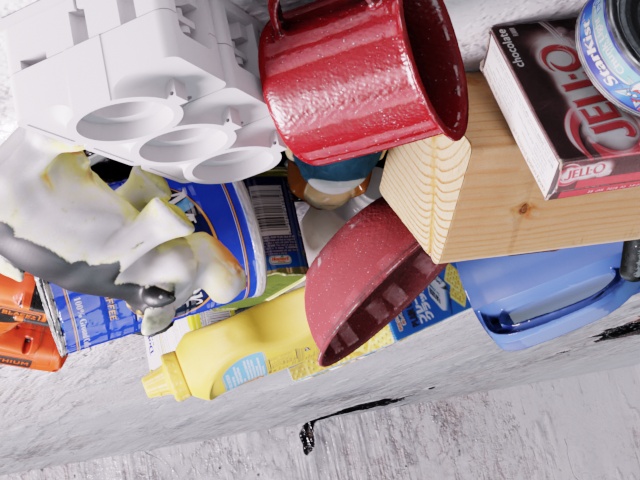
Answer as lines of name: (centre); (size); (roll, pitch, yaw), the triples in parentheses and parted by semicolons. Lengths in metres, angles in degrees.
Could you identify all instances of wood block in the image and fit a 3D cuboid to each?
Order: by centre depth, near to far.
wood block: (0.157, -0.055, 0.705); (0.205, 0.090, 0.091); (-6, 128, -23)

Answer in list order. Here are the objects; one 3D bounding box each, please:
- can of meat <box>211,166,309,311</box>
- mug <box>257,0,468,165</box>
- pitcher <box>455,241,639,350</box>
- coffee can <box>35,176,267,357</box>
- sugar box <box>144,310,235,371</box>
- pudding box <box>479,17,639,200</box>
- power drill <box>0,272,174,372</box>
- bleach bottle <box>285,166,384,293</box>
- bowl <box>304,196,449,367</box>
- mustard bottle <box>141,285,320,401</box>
can of meat: (-0.055, 0.001, 0.815); (0.057, 0.084, 0.102); (-3, 163, -34)
mug: (0.016, -0.092, 0.533); (0.082, 0.093, 0.117); (-14, 140, 24)
pitcher: (0.256, 0.009, 1.001); (0.243, 0.149, 0.144); (-23, 163, 25)
coffee can: (-0.119, 0.008, 0.712); (0.140, 0.103, 0.103); (-17, 168, -17)
sugar box: (-0.128, 0.070, 1.003); (0.048, 0.093, 0.176); (-7, 165, -21)
pudding box: (0.154, -0.080, 0.619); (0.090, 0.113, 0.039); (-9, 142, -14)
power drill: (-0.225, 0.059, 0.876); (0.184, 0.057, 0.188); (16, 155, -18)
bleach bottle: (0.030, -0.004, 0.917); (0.102, 0.068, 0.251); (-9, 163, -13)
bowl: (0.040, 0.017, 0.774); (0.162, 0.055, 0.162); (-41, 166, -13)
mustard bottle: (-0.055, 0.086, 0.884); (0.191, 0.058, 0.096); (-22, 162, -8)
